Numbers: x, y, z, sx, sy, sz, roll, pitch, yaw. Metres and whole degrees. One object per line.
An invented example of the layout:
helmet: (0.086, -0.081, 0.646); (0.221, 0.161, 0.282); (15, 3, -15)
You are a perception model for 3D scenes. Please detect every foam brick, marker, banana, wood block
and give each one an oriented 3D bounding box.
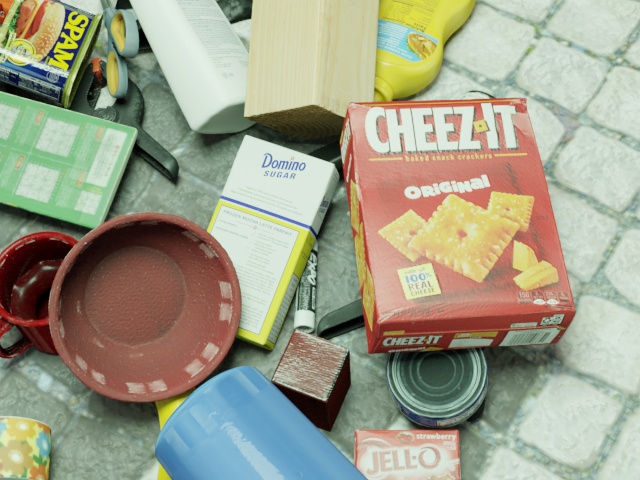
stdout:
foam brick: (-0.007, 0.120, 0.911); (0.053, 0.078, 0.051); (19, 64, 12)
marker: (-0.012, 0.028, 0.995); (0.020, 0.020, 0.121); (0, 61, 4)
banana: (-0.132, 0.171, 0.919); (0.070, 0.037, 0.198); (-23, 59, 13)
wood block: (-0.005, -0.210, 1.019); (0.091, 0.090, 0.206); (-5, 76, 40)

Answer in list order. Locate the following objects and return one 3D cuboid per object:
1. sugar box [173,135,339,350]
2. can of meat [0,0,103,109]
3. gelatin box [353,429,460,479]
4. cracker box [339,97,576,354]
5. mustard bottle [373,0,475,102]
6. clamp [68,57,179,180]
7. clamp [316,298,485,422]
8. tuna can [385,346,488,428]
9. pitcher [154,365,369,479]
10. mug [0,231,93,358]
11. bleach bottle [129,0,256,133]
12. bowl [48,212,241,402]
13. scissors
sugar box: (-0.056, 0.001, 0.975); (0.093, 0.048, 0.176); (20, 79, 13)
can of meat: (-0.274, -0.194, 1.065); (0.084, 0.058, 0.102); (20, 64, -9)
gelatin box: (0.072, 0.196, 0.889); (0.089, 0.030, 0.073); (0, 61, 4)
cracker box: (0.110, -0.017, 0.900); (0.164, 0.072, 0.213); (-2, 62, -7)
mustard bottle: (0.083, -0.203, 1.091); (0.096, 0.058, 0.191); (22, 65, 14)
clamp: (-0.222, -0.109, 1.076); (0.120, 0.039, 0.171); (-19, 56, -11)
clamp: (0.104, 0.041, 0.968); (0.165, 0.036, 0.210); (21, 69, 15)
tuna can: (0.098, 0.113, 0.900); (0.086, 0.033, 0.086); (-3, 68, 7)
pitcher: (-0.024, 0.221, 0.813); (0.243, 0.149, 0.145); (45, 115, 20)
mug: (-0.249, 0.060, 0.960); (0.093, 0.081, 0.117); (32, 68, 20)
bleach bottle: (-0.139, -0.228, 1.059); (0.068, 0.102, 0.251); (-34, 79, 30)
bowl: (-0.151, 0.053, 0.905); (0.162, 0.055, 0.162); (-3, 99, -20)
scissors: (-0.217, -0.209, 1.101); (0.016, 0.096, 0.202); (2, 20, -23)
